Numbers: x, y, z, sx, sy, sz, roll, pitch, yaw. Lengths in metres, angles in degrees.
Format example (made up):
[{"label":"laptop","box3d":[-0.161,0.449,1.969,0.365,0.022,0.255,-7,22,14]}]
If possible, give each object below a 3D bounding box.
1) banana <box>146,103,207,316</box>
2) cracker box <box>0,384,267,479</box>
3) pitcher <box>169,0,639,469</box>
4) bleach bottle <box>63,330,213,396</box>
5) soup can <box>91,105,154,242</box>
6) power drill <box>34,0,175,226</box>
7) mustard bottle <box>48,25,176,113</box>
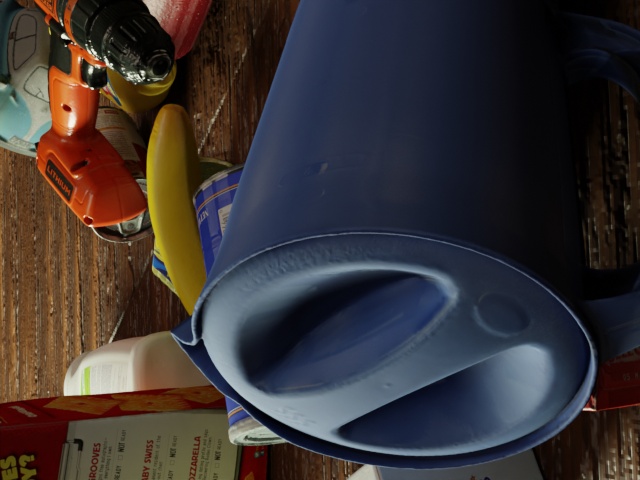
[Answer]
[{"label":"banana","box3d":[-0.068,0.012,0.681,0.070,0.037,0.198,-27,96,22]},{"label":"cracker box","box3d":[-0.143,0.187,0.709,0.072,0.213,0.164,8,98,59]},{"label":"pitcher","box3d":[0.048,-0.045,0.418,0.145,0.149,0.242,125,162,-47]},{"label":"bleach bottle","box3d":[-0.165,0.123,0.892,0.251,0.068,0.102,-5,86,61]},{"label":"soup can","box3d":[-0.172,-0.057,0.893,0.102,0.068,0.069,60,138,40]},{"label":"power drill","box3d":[-0.158,-0.105,0.759,0.185,0.057,0.188,46,141,38]},{"label":"mustard bottle","box3d":[-0.167,-0.156,0.885,0.192,0.058,0.096,32,140,53]}]
